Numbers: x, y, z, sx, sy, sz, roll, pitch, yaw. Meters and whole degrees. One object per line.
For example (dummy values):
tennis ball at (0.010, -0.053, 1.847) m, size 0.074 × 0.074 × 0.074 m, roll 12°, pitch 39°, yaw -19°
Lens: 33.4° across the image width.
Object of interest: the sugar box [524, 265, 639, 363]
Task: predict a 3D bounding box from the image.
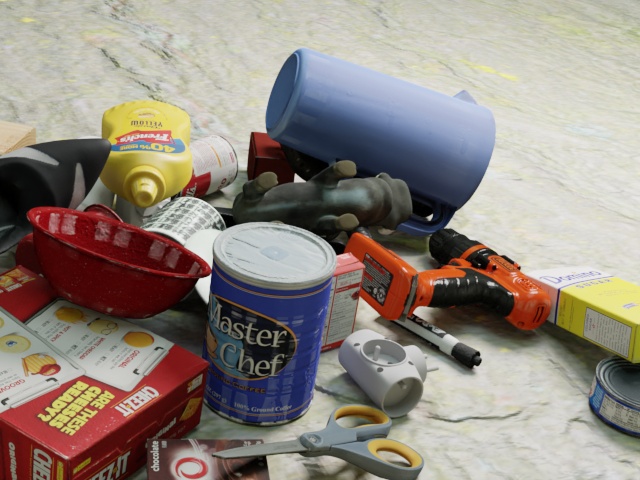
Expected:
sugar box at (0.288, 0.069, 1.067) m, size 0.093 × 0.048 × 0.176 m, roll -4°, pitch 18°, yaw -27°

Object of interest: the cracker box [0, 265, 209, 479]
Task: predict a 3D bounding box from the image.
cracker box at (-0.223, 0.113, 0.842) m, size 0.214 × 0.072 × 0.163 m, roll 23°, pitch 31°, yaw 24°

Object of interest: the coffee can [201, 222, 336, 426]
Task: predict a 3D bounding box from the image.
coffee can at (-0.047, 0.070, 0.901) m, size 0.102 × 0.140 × 0.103 m, roll 7°, pitch 27°, yaw -4°

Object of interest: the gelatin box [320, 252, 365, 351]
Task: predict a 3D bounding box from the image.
gelatin box at (-0.001, 0.060, 0.988) m, size 0.073 × 0.089 × 0.030 m, roll -13°, pitch 35°, yaw -36°

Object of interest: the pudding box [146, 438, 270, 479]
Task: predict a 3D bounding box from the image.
pudding box at (-0.081, 0.191, 0.767) m, size 0.090 × 0.039 × 0.113 m, roll 3°, pitch 28°, yaw -12°

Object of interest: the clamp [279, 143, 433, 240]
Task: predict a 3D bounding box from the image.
clamp at (0.033, -0.075, 1.259) m, size 0.210 × 0.036 × 0.164 m, roll 47°, pitch 37°, yaw 19°

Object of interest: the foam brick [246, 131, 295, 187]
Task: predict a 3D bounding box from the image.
foam brick at (-0.061, -0.093, 1.306) m, size 0.051 × 0.053 × 0.078 m, roll 4°, pitch 29°, yaw -10°

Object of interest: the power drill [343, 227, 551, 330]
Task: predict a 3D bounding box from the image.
power drill at (0.117, 0.031, 1.091) m, size 0.187 × 0.057 × 0.185 m, roll 2°, pitch 22°, yaw -32°

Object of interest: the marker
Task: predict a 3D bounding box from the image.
marker at (0.106, 0.091, 1.039) m, size 0.121 × 0.020 × 0.020 m, roll 30°, pitch 34°, yaw 34°

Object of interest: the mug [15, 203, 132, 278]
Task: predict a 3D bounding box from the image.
mug at (-0.238, 0.020, 1.004) m, size 0.117 × 0.093 × 0.081 m, roll 11°, pitch 27°, yaw 43°

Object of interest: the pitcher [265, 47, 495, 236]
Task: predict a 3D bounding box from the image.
pitcher at (0.063, -0.117, 1.204) m, size 0.242 × 0.145 × 0.149 m, roll 18°, pitch 29°, yaw -18°

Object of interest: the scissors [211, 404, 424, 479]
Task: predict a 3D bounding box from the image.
scissors at (0.011, 0.167, 0.820) m, size 0.096 × 0.016 × 0.201 m, roll 33°, pitch 21°, yaw 25°

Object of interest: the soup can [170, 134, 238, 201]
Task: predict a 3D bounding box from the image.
soup can at (-0.152, -0.081, 1.238) m, size 0.069 × 0.068 × 0.102 m, roll 25°, pitch 31°, yaw 28°

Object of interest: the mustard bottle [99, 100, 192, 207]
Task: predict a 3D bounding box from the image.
mustard bottle at (-0.181, -0.085, 1.099) m, size 0.096 × 0.058 × 0.191 m, roll 3°, pitch 28°, yaw -10°

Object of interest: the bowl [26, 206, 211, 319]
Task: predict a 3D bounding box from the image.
bowl at (-0.177, 0.024, 0.904) m, size 0.162 × 0.055 × 0.162 m, roll 19°, pitch 8°, yaw -3°
